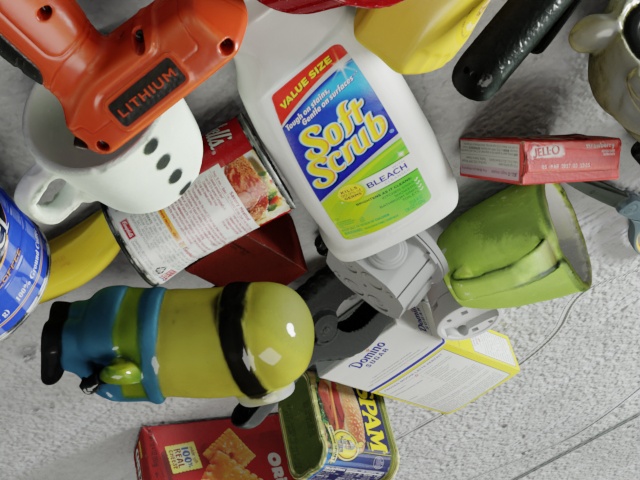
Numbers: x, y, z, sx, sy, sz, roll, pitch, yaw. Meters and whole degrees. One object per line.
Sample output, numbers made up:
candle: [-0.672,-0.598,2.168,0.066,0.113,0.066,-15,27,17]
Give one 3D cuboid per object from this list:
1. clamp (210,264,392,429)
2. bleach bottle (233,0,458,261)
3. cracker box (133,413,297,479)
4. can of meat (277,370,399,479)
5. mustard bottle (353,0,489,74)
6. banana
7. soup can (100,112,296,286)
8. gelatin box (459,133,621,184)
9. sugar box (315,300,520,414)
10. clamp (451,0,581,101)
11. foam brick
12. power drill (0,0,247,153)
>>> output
clamp: [-0.011,0.057,0.811,0.171,0.039,0.120,-32,127,-21]
bleach bottle: [-0.004,-0.083,0.628,0.103,0.068,0.250,-25,142,13]
cracker box: [-0.053,0.246,0.979,0.213,0.164,0.072,-2,145,-19]
can of meat: [0.013,0.168,0.953,0.083,0.102,0.058,15,136,-34]
mustard bottle: [0.091,-0.171,0.521,0.192,0.058,0.096,-53,175,39]
banana: [-0.209,0.016,0.709,0.198,0.037,0.069,-20,116,1]
soup can: [-0.075,-0.024,0.659,0.102,0.068,0.068,-30,145,2]
gelatin box: [0.144,-0.055,0.711,0.073,0.030,0.089,-3,-173,-19]
sugar box: [0.085,0.100,0.936,0.093,0.048,0.176,-38,137,28]
clamp: [0.144,-0.160,0.542,0.210,0.036,0.164,-55,175,35]
foam brick: [-0.055,0.001,0.733,0.053,0.051,0.078,-32,143,20]
power drill: [-0.122,-0.137,0.472,0.185,0.057,0.187,-33,124,27]
